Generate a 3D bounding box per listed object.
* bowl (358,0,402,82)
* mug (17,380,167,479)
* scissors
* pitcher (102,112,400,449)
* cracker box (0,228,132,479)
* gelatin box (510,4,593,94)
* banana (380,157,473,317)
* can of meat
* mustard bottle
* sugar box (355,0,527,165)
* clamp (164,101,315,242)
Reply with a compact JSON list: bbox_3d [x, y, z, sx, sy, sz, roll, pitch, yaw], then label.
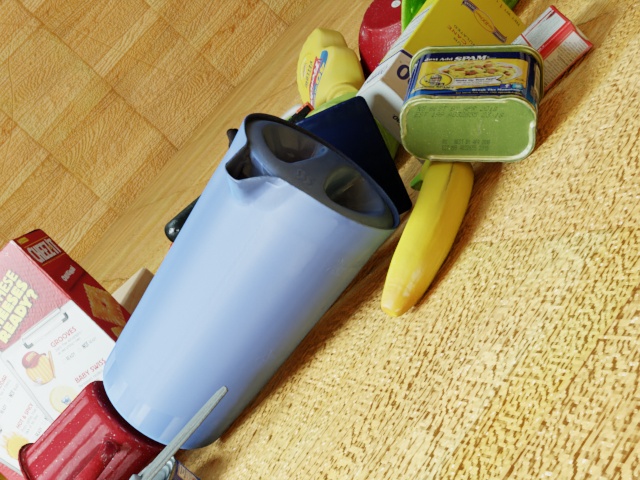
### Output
[{"bbox_3d":[0.100,-0.248,1.204,0.162,0.055,0.162,-26,36,20],"label":"bowl"},{"bbox_3d":[-0.175,0.166,0.825,0.081,0.093,0.117,-48,5,6],"label":"mug"},{"bbox_3d":[-0.142,0.182,0.761,0.201,0.016,0.096,-52,14,-17],"label":"scissors"},{"bbox_3d":[-0.053,0.038,0.802,0.243,0.149,0.145,-54,13,21],"label":"pitcher"},{"bbox_3d":[-0.226,0.122,0.919,0.164,0.213,0.072,-45,2,13],"label":"cracker box"},{"bbox_3d":[0.175,-0.147,0.854,0.073,0.030,0.089,-44,13,16],"label":"gelatin box"},{"bbox_3d":[0.082,-0.018,0.768,0.197,0.037,0.070,-66,2,-59],"label":"banana"},{"bbox_3d":[0.111,-0.100,0.783,0.102,0.057,0.084,1,34,13],"label":"can of meat"},{"bbox_3d":[0.015,-0.180,1.238,0.192,0.058,0.096,-113,34,-65],"label":"mustard bottle"},{"bbox_3d":[0.112,-0.157,0.941,0.048,0.093,0.176,-30,23,52],"label":"sugar box"},{"bbox_3d":[-0.085,-0.072,1.167,0.210,0.036,0.164,-42,6,-4],"label":"clamp"}]
